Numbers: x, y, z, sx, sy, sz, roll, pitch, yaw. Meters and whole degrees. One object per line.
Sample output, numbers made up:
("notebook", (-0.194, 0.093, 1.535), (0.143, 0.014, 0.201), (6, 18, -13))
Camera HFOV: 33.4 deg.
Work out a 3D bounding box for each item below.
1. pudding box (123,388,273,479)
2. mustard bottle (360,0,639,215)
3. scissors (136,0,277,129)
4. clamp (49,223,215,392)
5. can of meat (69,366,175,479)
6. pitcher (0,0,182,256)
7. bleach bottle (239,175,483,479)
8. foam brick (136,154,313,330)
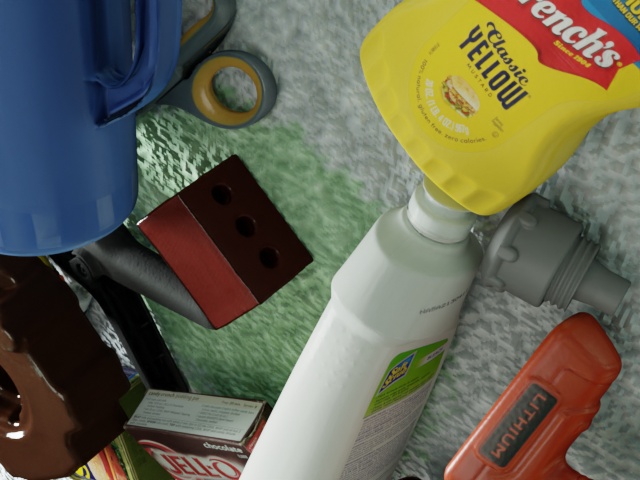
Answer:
("pudding box", (-0.061, 0.140, 0.701), (0.114, 0.039, 0.090), (-3, 136, 39))
("mustard bottle", (0.099, -0.089, 0.396), (0.096, 0.058, 0.192), (55, 139, 3))
("scissors", (-0.087, -0.073, 0.611), (0.096, 0.016, 0.202), (47, 139, 5))
("clamp", (-0.143, 0.020, 0.714), (0.210, 0.036, 0.165), (43, 145, 15))
("can of meat", (-0.155, 0.139, 0.797), (0.084, 0.057, 0.102), (7, 122, 37))
("pitcher", (-0.148, -0.113, 0.544), (0.149, 0.145, 0.243), (-116, 21, -53))
("bleach bottle", (0.028, 0.066, 0.557), (0.068, 0.102, 0.251), (41, 132, 22))
("foam brick", (-0.054, 0.001, 0.606), (0.078, 0.052, 0.051), (53, 140, -3))
